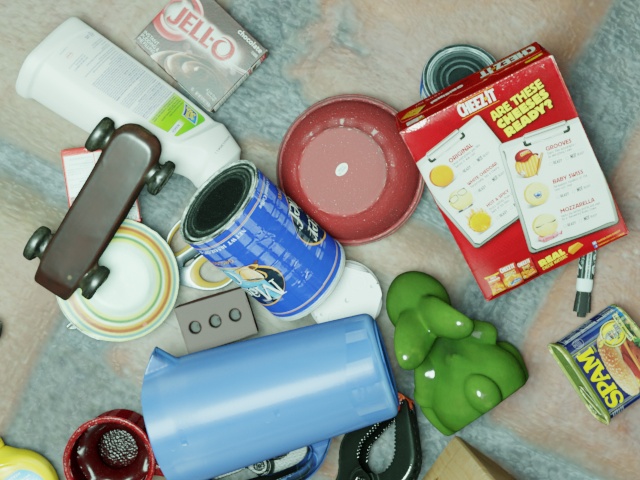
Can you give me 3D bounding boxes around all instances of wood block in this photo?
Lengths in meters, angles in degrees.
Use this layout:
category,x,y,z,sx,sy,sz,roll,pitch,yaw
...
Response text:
category,x,y,z,sx,sy,sz,roll,pitch,yaw
wood block,0.160,0.274,1.065,0.090,0.206,0.091,37,90,-3

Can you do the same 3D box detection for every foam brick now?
category,x,y,z,sx,sy,sz,roll,pitch,yaw
foam brick,-0.110,0.083,1.128,0.078,0.051,0.053,-18,92,-1

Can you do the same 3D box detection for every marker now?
category,x,y,z,sx,sy,sz,roll,pitch,yaw
marker,0.289,0.023,1.155,0.020,0.020,0.121,6,91,-2

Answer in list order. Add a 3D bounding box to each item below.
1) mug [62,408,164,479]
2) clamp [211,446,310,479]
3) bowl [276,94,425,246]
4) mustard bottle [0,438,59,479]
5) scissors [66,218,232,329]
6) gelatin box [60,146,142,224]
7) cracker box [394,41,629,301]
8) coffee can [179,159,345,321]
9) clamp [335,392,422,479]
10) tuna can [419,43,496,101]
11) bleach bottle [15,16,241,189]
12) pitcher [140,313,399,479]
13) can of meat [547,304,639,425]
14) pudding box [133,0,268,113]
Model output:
category,x,y,z,sx,sy,sz,roll,pitch,yaw
mug,-0.202,0.224,1.114,0.117,0.081,0.093,10,91,-2
clamp,-0.060,0.250,1.140,0.171,0.039,0.120,-43,92,3
bowl,0.027,-0.072,1.110,0.162,0.055,0.162,1,95,10
mustard bottle,-0.316,0.279,1.123,0.096,0.058,0.191,-33,93,-2
scissors,-0.169,0.053,1.143,0.096,0.016,0.202,44,90,-3
gelatin box,-0.231,-0.057,1.131,0.073,0.030,0.089,-9,92,-3
cracker box,0.194,-0.068,1.085,0.164,0.072,0.213,-27,112,8
coffee can,-0.057,0.001,1.075,0.103,0.103,0.140,-48,122,0
clamp,0.041,0.260,1.128,0.165,0.036,0.210,10,75,31
tuna can,0.148,-0.163,1.123,0.086,0.034,0.086,-1,70,2
bleach bottle,-0.181,-0.122,1.101,0.251,0.068,0.102,35,49,-4
pitcher,-0.046,0.165,1.073,0.243,0.149,0.145,-16,60,5
can of meat,0.308,0.131,1.141,0.084,0.057,0.102,-34,93,-4
pudding box,-0.125,-0.203,1.126,0.113,0.039,0.090,43,89,-3
